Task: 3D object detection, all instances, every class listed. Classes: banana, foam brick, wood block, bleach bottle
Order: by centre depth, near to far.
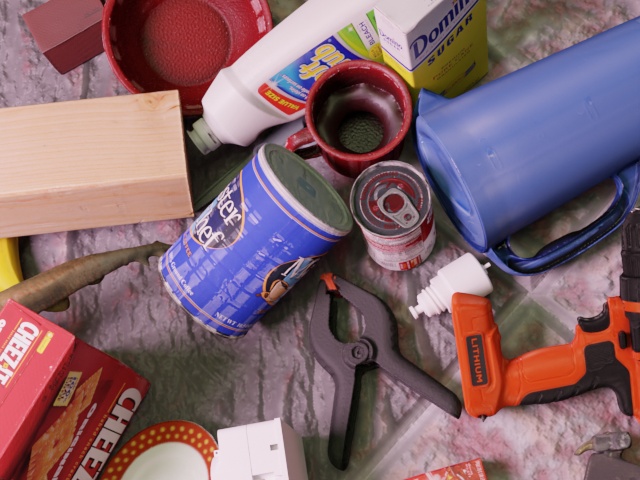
[{"bbox_3d":[-0.224,-0.067,0.968,0.206,0.090,0.091,-7,66,-4],"label":"wood block"},{"bbox_3d":[-0.011,-0.160,0.983,0.251,0.102,0.068,-37,51,3],"label":"bleach bottle"},{"bbox_3d":[-0.294,-0.022,1.022,0.070,0.037,0.198,-9,67,9],"label":"banana"},{"bbox_3d":[-0.247,-0.214,1.071,0.078,0.051,0.053,-28,71,-1],"label":"foam brick"}]

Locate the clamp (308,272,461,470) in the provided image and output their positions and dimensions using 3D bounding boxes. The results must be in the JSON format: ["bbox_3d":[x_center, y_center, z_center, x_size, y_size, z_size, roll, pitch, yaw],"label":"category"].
[{"bbox_3d":[0.048,0.102,0.925,0.120,0.039,0.171,-15,70,3],"label":"clamp"}]

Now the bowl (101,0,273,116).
[{"bbox_3d":[-0.128,-0.197,1.027,0.162,0.055,0.162,0,90,-9],"label":"bowl"}]

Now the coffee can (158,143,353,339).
[{"bbox_3d":[-0.056,0.001,0.916,0.140,0.102,0.103,-45,69,19],"label":"coffee can"}]

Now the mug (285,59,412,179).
[{"bbox_3d":[0.025,-0.099,0.957,0.117,0.081,0.093,-24,76,-2],"label":"mug"}]

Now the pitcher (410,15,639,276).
[{"bbox_3d":[0.214,-0.090,0.922,0.242,0.149,0.145,-27,43,-4],"label":"pitcher"}]

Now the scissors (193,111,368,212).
[{"bbox_3d":[-0.034,-0.079,1.011,0.096,0.016,0.201,34,80,18],"label":"scissors"}]

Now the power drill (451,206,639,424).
[{"bbox_3d":[0.204,0.070,0.873,0.188,0.057,0.184,-6,95,11],"label":"power drill"}]

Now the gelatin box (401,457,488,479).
[{"bbox_3d":[0.111,0.232,0.876,0.073,0.030,0.089,-17,70,4],"label":"gelatin box"}]

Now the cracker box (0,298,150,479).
[{"bbox_3d":[-0.229,0.154,0.861,0.072,0.213,0.164,27,78,15],"label":"cracker box"}]

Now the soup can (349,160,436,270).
[{"bbox_3d":[0.065,-0.019,0.928,0.068,0.102,0.068,-3,71,8],"label":"soup can"}]

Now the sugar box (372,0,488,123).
[{"bbox_3d":[0.101,-0.175,0.935,0.093,0.176,0.048,-42,71,-7],"label":"sugar box"}]
